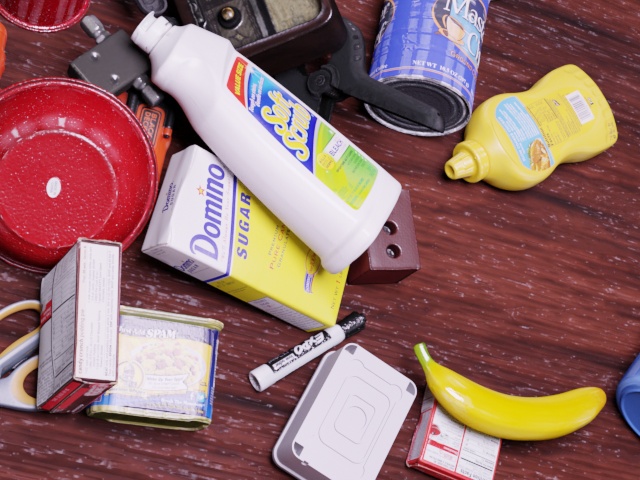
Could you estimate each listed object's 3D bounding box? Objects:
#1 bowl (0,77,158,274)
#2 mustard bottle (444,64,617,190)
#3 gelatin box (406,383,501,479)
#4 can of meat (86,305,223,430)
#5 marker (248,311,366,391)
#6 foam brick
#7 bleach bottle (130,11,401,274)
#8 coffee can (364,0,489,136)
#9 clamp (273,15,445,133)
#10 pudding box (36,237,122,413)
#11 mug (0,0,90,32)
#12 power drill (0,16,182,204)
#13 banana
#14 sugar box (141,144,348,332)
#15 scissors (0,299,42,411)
[{"bbox_3d":[-0.205,-0.045,0.832,0.162,0.055,0.162,-3,104,-12],"label":"bowl"},{"bbox_3d":[0.200,-0.102,1.055,0.191,0.058,0.096,-25,84,-27],"label":"mustard bottle"},{"bbox_3d":[0.122,0.170,0.945,0.073,0.030,0.089,24,64,-14],"label":"gelatin box"},{"bbox_3d":[-0.133,0.103,0.851,0.102,0.058,0.084,10,70,-19],"label":"can of meat"},{"bbox_3d":[-0.008,0.094,0.925,0.120,0.020,0.020,-28,84,-28],"label":"marker"},{"bbox_3d":[0.053,-0.004,0.965,0.052,0.051,0.078,-1,72,-23],"label":"foam brick"},{"bbox_3d":[-0.052,-0.089,0.870,0.250,0.068,0.102,40,40,-7],"label":"bleach bottle"},{"bbox_3d":[0.103,-0.186,1.021,0.102,0.103,0.140,19,66,-15],"label":"coffee can"},{"bbox_3d":[0.019,-0.140,0.965,0.036,0.165,0.210,23,48,-57],"label":"clamp"},{"bbox_3d":[-0.183,0.066,0.808,0.039,0.090,0.113,9,64,-30],"label":"pudding box"},{"bbox_3d":[-0.246,-0.246,0.915,0.117,0.082,0.093,37,63,-6],"label":"mug"},{"bbox_3d":[-0.210,-0.130,0.902,0.187,0.057,0.184,15,67,-16],"label":"power drill"},{"bbox_3d":[0.171,0.142,0.936,0.197,0.037,0.069,17,66,-20],"label":"banana"},{"bbox_3d":[-0.056,0.001,0.898,0.176,0.048,0.093,29,62,-32],"label":"sugar box"},{"bbox_3d":[-0.266,0.132,0.811,0.096,0.016,0.201,41,62,-4],"label":"scissors"}]
